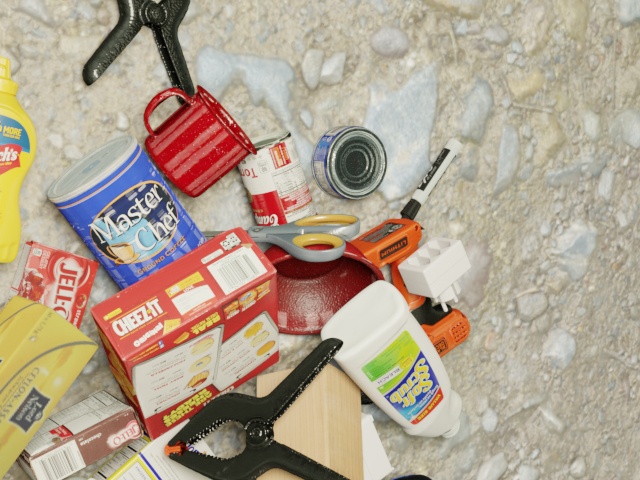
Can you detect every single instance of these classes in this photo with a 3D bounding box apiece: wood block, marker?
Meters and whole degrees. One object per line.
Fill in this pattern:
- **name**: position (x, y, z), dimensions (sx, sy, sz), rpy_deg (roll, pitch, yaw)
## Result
- **wood block**: position (-0.010, 0.247, 1.145), dimensions (0.090, 0.091, 0.206), rpy_deg (40, 41, -52)
- **marker**: position (0.134, -0.072, 1.299), dimensions (0.020, 0.020, 0.121), rpy_deg (42, 75, -28)

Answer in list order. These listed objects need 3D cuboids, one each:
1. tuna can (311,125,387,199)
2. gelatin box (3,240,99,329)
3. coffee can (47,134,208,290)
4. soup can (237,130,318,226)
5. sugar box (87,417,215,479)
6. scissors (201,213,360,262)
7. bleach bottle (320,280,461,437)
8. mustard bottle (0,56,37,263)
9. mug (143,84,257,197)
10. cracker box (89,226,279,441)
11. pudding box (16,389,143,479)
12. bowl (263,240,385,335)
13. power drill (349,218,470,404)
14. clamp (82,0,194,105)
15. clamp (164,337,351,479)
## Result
- **tuna can**: position (0.034, -0.090, 1.230), dimensions (0.086, 0.034, 0.086), rpy_deg (-4, 98, -30)
- **gelatin box**: position (-0.270, 0.052, 1.067), dimensions (0.073, 0.030, 0.089), rpy_deg (20, 86, -31)
- **coffee can**: position (-0.189, -0.020, 1.064), dimensions (0.102, 0.103, 0.140), rpy_deg (-42, 114, -20)
- **soup can**: position (-0.048, -0.062, 1.164), dimensions (0.068, 0.069, 0.102), rpy_deg (-26, 108, -26)
- **sugar box**: position (-0.193, 0.269, 1.131), dimensions (0.176, 0.048, 0.093), rpy_deg (-41, 113, -24)
- **scissors**: position (-0.057, 0.001, 1.102), dimensions (0.201, 0.096, 0.016), rpy_deg (-7, 117, -1)
- **bleach bottle**: position (0.102, 0.152, 1.208), dimensions (0.102, 0.068, 0.250), rpy_deg (-40, 133, 2)
- **mustard bottle**: position (-0.319, -0.079, 1.007), dimensions (0.096, 0.058, 0.191), rpy_deg (11, 90, -32)
- **mug**: position (-0.132, -0.105, 1.086), dimensions (0.081, 0.093, 0.117), rpy_deg (-40, 127, 6)
- **cracker box**: position (-0.127, 0.095, 1.055), dimensions (0.164, 0.214, 0.072), rpy_deg (-31, 66, -17)
- **pudding box**: position (-0.245, 0.196, 1.065), dimensions (0.113, 0.090, 0.039), rpy_deg (-24, 104, -25)
- **bowl**: position (-0.012, 0.039, 1.175), dimensions (0.161, 0.162, 0.055), rpy_deg (18, 46, -31)
- **power drill**: position (0.084, 0.082, 1.268), dimensions (0.184, 0.057, 0.187), rpy_deg (-32, 113, -28)
- **clamp**: position (-0.182, -0.224, 1.082), dimensions (0.120, 0.039, 0.171), rpy_deg (-3, 95, -38)
- **clamp**: position (-0.057, 0.187, 1.094), dimensions (0.210, 0.036, 0.164), rpy_deg (-6, 73, 12)
